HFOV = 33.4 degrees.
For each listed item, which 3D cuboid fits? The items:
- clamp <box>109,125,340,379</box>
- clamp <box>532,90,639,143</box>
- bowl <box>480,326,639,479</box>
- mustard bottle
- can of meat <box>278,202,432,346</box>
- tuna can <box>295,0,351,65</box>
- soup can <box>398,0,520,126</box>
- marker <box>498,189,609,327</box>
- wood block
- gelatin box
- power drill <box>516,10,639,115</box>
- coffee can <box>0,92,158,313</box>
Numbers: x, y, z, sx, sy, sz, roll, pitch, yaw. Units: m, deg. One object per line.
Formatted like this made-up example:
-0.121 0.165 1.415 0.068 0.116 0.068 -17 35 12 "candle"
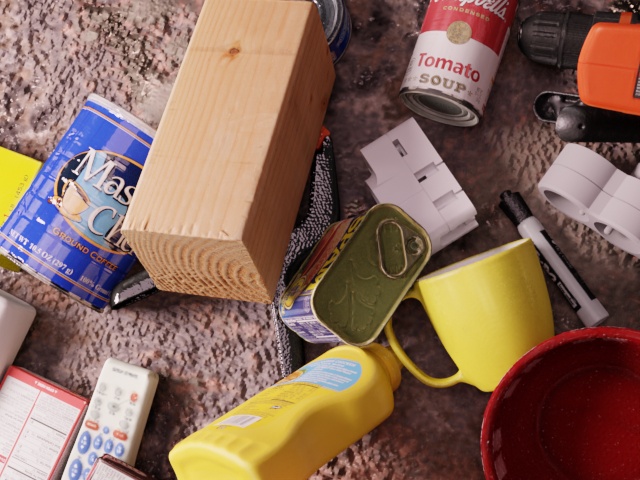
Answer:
-0.055 0.001 0.824 0.164 0.036 0.210 22 79 -1 "clamp"
0.238 -0.088 0.779 0.171 0.120 0.039 5 110 -7 "clamp"
0.190 0.133 0.714 0.162 0.055 0.162 1 96 12 "bowl"
-0.006 0.120 0.742 0.096 0.191 0.058 -9 105 48 "mustard bottle"
0.022 0.027 0.774 0.057 0.084 0.102 39 72 -13 "can of meat"
-0.019 -0.177 0.874 0.086 0.033 0.086 -3 76 11 "tuna can"
0.107 -0.147 0.823 0.068 0.068 0.102 17 81 15 "soup can"
0.171 0.012 0.795 0.020 0.020 0.121 -34 72 2 "marker"
-0.060 -0.069 0.775 0.091 0.090 0.206 6 61 16 "wood block"
-0.228 0.153 0.839 0.073 0.030 0.089 22 82 15 "gelatin box"
0.221 -0.127 0.737 0.184 0.187 0.057 9 108 15 "power drill"
-0.174 -0.029 0.834 0.103 0.102 0.140 31 85 17 "coffee can"
